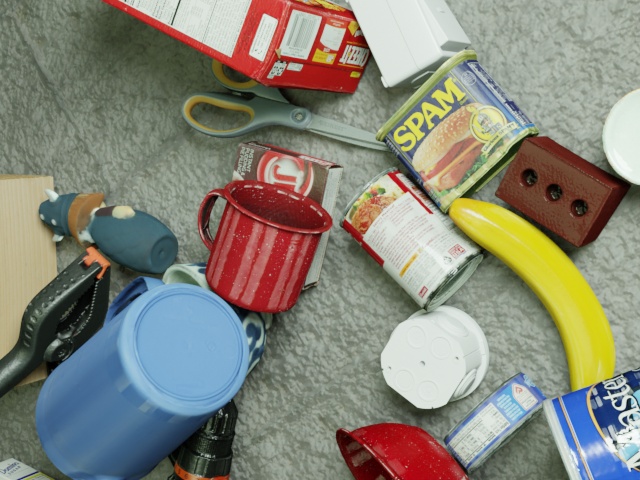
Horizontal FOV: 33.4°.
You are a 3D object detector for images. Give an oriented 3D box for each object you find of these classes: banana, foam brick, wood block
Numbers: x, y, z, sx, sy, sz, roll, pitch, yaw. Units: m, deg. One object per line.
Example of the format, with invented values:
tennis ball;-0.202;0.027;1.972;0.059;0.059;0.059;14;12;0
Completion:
banana;0.173;0.043;0.817;0.198;0.069;0.037;61;160;3
foam brick;0.183;-0.038;0.809;0.078;0.051;0.053;34;111;21
wood block;-0.328;0.038;1.077;0.090;0.090;0.206;4;98;29

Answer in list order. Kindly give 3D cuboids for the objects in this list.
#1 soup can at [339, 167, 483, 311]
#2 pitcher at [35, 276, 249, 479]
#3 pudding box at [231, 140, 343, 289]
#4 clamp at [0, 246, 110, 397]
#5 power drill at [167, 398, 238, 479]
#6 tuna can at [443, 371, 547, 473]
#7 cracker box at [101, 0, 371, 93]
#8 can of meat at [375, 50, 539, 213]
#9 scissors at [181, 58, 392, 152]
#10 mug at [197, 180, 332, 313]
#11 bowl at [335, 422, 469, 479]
soup can;0.074;-0.001;0.865;0.102;0.068;0.069;46;115;16
pitcher;-0.154;0.115;0.920;0.149;0.144;0.243;51;145;1
pudding box;-0.036;-0.023;0.938;0.090;0.039;0.113;17;105;25
clamp;-0.264;0.100;1.007;0.036;0.164;0.210;39;113;24
power drill;-0.071;0.249;0.954;0.188;0.057;0.184;28;110;47
tuna can;0.138;0.142;0.837;0.034;0.086;0.086;49;115;17
cracker box;-0.081;-0.193;0.870;0.214;0.164;0.072;29;107;22
can of meat;0.108;-0.084;0.842;0.102;0.057;0.084;-45;78;26
scissors;-0.022;-0.124;0.928;0.202;0.016;0.096;3;76;13
mug;-0.056;0.001;0.880;0.117;0.093;0.081;29;113;23
bowl;0.082;0.203;0.864;0.055;0.162;0.162;-35;76;-15
